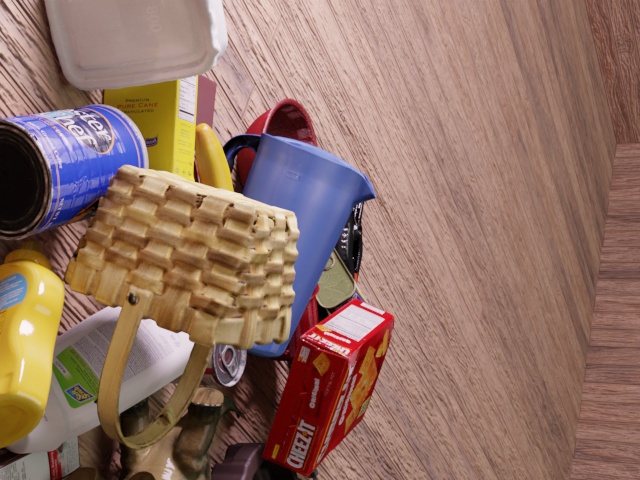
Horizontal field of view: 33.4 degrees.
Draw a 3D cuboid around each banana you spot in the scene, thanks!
[{"bbox_3d":[-0.111,-0.027,1.158,0.069,0.037,0.198,-21,107,-85],"label":"banana"}]

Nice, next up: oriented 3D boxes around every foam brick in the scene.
[{"bbox_3d":[-0.151,-0.142,1.171,0.053,0.051,0.078,24,68,-61],"label":"foam brick"}]

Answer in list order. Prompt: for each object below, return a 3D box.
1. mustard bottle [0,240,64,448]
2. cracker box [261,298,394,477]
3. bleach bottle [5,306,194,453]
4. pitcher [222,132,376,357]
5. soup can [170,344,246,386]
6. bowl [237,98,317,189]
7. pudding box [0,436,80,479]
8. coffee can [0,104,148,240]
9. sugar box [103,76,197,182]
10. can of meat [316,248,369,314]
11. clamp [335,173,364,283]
[{"bbox_3d":[-0.256,0.075,0.889,0.058,0.096,0.191,35,36,-33],"label":"mustard bottle"},{"bbox_3d":[0.016,0.179,1.335,0.213,0.072,0.164,-27,136,-69],"label":"cracker box"},{"bbox_3d":[-0.225,0.124,0.987,0.068,0.102,0.250,-52,165,32],"label":"bleach bottle"},{"bbox_3d":[-0.058,0.002,1.233,0.144,0.149,0.243,20,95,-36],"label":"pitcher"},{"bbox_3d":[-0.139,0.119,1.136,0.068,0.102,0.068,1,89,-64],"label":"soup can"},{"bbox_3d":[-0.060,-0.098,1.357,0.161,0.055,0.162,0,90,-64],"label":"bowl"},{"bbox_3d":[-0.261,0.225,0.954,0.113,0.039,0.090,-18,109,-61],"label":"pudding box"},{"bbox_3d":[-0.233,-0.063,0.940,0.140,0.103,0.103,-24,112,-62],"label":"coffee can"},{"bbox_3d":[-0.172,-0.143,1.079,0.048,0.093,0.176,6,84,-64],"label":"sugar box"},{"bbox_3d":[0.022,0.064,1.486,0.102,0.057,0.084,59,3,35],"label":"can of meat"},{"bbox_3d":[0.038,-0.020,1.581,0.120,0.039,0.171,7,84,-63],"label":"clamp"}]
